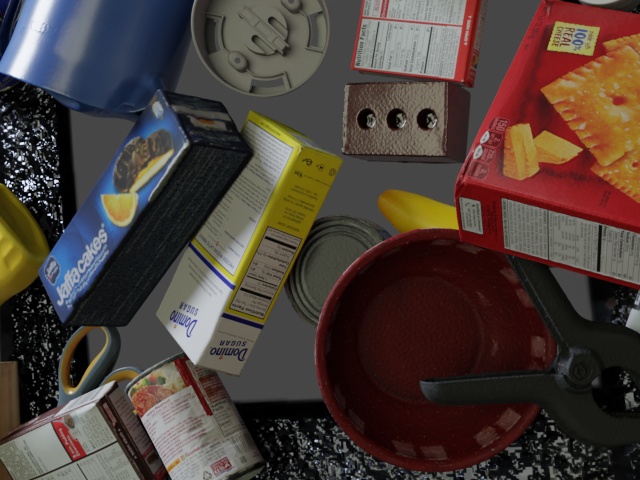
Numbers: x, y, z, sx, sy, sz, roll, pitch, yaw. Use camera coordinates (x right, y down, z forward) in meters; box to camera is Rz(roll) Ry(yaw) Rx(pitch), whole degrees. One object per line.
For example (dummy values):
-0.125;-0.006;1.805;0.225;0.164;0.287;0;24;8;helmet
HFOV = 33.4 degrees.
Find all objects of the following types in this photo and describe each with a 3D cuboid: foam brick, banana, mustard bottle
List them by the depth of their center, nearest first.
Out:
0.134;-0.012;0.730;0.198;0.037;0.069;-7;67;22;banana
0.061;-0.082;0.754;0.078;0.051;0.053;2;89;23;foam brick
-0.317;0.045;0.906;0.192;0.058;0.096;-45;69;16;mustard bottle

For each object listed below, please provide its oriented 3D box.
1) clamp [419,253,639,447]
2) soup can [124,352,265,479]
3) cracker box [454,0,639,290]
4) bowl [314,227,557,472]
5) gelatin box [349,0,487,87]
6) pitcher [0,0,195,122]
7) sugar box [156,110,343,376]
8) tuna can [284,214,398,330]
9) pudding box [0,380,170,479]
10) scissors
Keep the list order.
0.151;0.087;0.682;0.171;0.039;0.120;37;96;0;clamp
-0.093;0.141;0.801;0.069;0.068;0.102;-35;76;18;soup can
0.208;-0.054;0.640;0.214;0.072;0.164;16;59;24;cracker box
0.073;0.071;0.720;0.162;0.055;0.162;0;93;-6;bowl
0.071;-0.152;0.765;0.089;0.030;0.073;10;93;23;gelatin box
-0.152;-0.215;0.815;0.149;0.145;0.243;19;92;-12;pitcher
-0.055;0.001;0.784;0.093;0.048;0.176;40;108;56;sugar box
0.018;0.025;0.777;0.086;0.033;0.086;-1;87;23;tuna can
-0.190;0.175;0.845;0.114;0.039;0.090;-26;98;22;pudding box
-0.200;0.162;0.874;0.096;0.016;0.202;28;103;18;scissors
